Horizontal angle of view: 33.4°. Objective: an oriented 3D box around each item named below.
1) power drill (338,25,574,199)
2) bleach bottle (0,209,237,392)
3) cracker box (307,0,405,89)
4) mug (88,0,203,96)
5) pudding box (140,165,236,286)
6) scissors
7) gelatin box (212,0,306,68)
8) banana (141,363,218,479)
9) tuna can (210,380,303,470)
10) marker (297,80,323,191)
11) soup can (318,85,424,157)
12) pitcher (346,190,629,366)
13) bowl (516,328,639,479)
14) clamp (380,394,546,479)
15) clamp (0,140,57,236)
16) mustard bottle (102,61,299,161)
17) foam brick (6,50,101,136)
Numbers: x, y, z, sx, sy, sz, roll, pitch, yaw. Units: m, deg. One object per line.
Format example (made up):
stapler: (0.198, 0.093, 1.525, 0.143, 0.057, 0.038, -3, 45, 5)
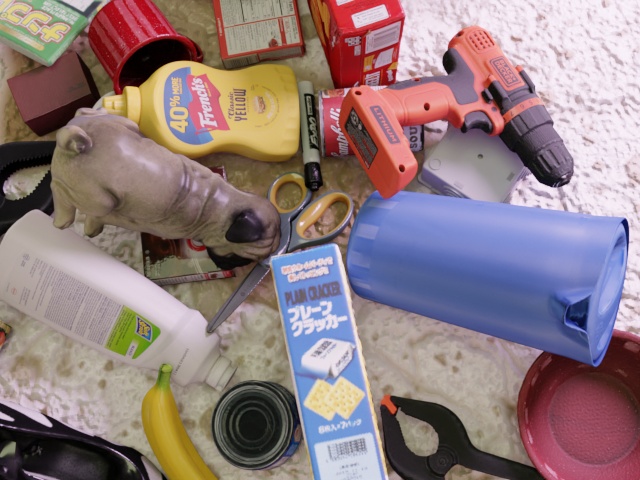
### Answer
power drill: (0.125, -0.104, 0.995, 0.187, 0.057, 0.184, -21, 67, -24)
bleach bottle: (-0.197, 0.074, 1.036, 0.251, 0.068, 0.103, 31, 124, 3)
cracker box: (0.014, -0.269, 1.056, 0.072, 0.164, 0.214, -19, 77, -3)
mug: (-0.175, -0.196, 1.091, 0.117, 0.093, 0.081, -10, 51, -37)
pudding box: (-0.134, -0.014, 1.071, 0.090, 0.039, 0.113, -8, 77, 1)
scissors: (-0.057, 0.001, 1.051, 0.201, 0.016, 0.096, -35, 68, -20)
gelatin box: (-0.064, -0.225, 1.120, 0.089, 0.030, 0.073, -10, 75, 1)
banana: (-0.118, 0.215, 1.007, 0.037, 0.070, 0.198, -29, 84, -39)
tuna can: (-0.061, 0.176, 1.016, 0.086, 0.033, 0.086, -3, 79, 16)
marker: (-0.011, -0.106, 1.085, 0.020, 0.020, 0.121, -6, 68, 2)
soup can: (0.051, -0.119, 1.068, 0.102, 0.068, 0.068, -3, 77, 2)
pitcher: (0.157, 0.022, 0.986, 0.243, 0.149, 0.145, 12, 65, 25)
bowl: (0.262, 0.165, 0.997, 0.162, 0.055, 0.162, -1, 77, 3)
clamp: (0.113, 0.219, 1.003, 0.171, 0.039, 0.120, 37, 77, 17)
clamp: (-0.345, -0.045, 1.092, 0.210, 0.036, 0.164, -39, 77, -8)
mustard bottle: (-0.119, -0.129, 1.056, 0.191, 0.058, 0.096, 0, 81, -17)
foam brick: (-0.273, -0.151, 1.104, 0.078, 0.051, 0.053, -23, 78, -2)
